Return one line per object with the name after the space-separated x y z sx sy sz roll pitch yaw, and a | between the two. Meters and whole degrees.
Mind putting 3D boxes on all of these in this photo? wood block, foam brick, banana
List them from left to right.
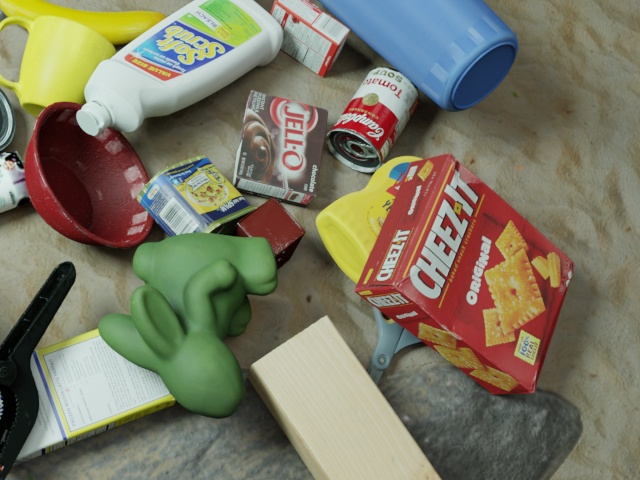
-0.268 -0.245 1.162 0.197 0.037 0.069 15 67 -9 | banana
-0.057 0.001 1.100 0.053 0.078 0.051 -38 81 -24 | foam brick
0.024 0.188 1.038 0.090 0.090 0.206 -33 81 -14 | wood block

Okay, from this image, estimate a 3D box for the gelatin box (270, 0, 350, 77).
-0.017 -0.235 1.204 0.089 0.073 0.030 35 64 1 | gelatin box

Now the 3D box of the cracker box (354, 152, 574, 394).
0.157 0.038 1.105 0.213 0.072 0.164 38 63 -26 | cracker box

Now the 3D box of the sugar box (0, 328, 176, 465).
-0.235 0.143 1.019 0.176 0.048 0.093 -19 75 -17 | sugar box

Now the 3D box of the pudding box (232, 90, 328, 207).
-0.044 -0.100 1.164 0.090 0.039 0.113 13 67 -10 | pudding box

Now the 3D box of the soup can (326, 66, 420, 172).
0.060 -0.135 1.189 0.068 0.069 0.102 33 65 -1 | soup can

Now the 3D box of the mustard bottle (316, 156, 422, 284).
0.088 -0.036 1.147 0.191 0.058 0.096 -38 92 -35 | mustard bottle

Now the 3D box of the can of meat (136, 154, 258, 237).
-0.126 -0.035 1.092 0.084 0.058 0.101 47 32 9 | can of meat

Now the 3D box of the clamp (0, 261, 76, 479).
-0.296 0.109 0.934 0.164 0.036 0.210 16 77 -49 | clamp

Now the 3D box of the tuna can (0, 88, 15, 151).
-0.350 -0.123 1.071 0.086 0.034 0.086 24 58 -47 | tuna can

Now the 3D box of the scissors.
0.082 0.124 1.124 0.096 0.016 0.201 15 72 -14 | scissors

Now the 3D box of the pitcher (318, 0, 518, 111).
0.104 -0.254 1.177 0.149 0.145 0.243 -28 64 -28 | pitcher

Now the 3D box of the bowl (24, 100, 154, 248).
-0.240 -0.055 1.062 0.162 0.055 0.162 42 33 -35 | bowl

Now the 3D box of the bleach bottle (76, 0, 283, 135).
-0.152 -0.178 1.120 0.102 0.068 0.250 41 52 6 | bleach bottle
